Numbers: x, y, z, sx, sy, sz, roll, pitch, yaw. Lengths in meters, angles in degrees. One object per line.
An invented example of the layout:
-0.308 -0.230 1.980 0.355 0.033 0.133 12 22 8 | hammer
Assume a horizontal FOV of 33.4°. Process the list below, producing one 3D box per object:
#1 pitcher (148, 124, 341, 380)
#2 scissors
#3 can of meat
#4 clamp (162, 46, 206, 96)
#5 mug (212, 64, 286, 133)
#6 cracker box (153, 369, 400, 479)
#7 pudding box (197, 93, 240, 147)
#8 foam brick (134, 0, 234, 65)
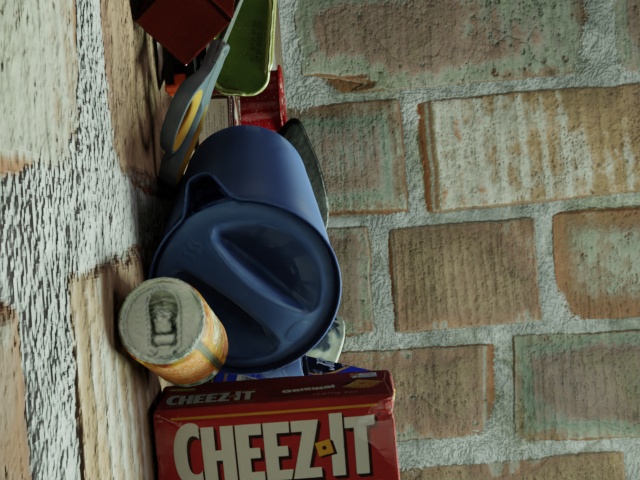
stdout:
-0.056 0.001 0.840 0.243 0.145 0.149 -98 -150 -68 | pitcher
-0.083 -0.138 0.802 0.096 0.016 0.202 69 40 -87 | scissors
-0.067 -0.179 0.910 0.084 0.057 0.102 -96 -170 -69 | can of meat
-0.113 -0.203 0.906 0.164 0.036 0.210 80 5 -66 | clamp
-0.079 -0.129 1.153 0.093 0.081 0.117 79 6 -76 | mug
-0.023 0.206 0.740 0.072 0.164 0.214 -97 -178 -82 | cracker box
-0.099 -0.089 1.066 0.090 0.039 0.113 -83 169 -83 | pudding box
-0.098 -0.177 0.786 0.053 0.051 0.078 40 24 -22 | foam brick
